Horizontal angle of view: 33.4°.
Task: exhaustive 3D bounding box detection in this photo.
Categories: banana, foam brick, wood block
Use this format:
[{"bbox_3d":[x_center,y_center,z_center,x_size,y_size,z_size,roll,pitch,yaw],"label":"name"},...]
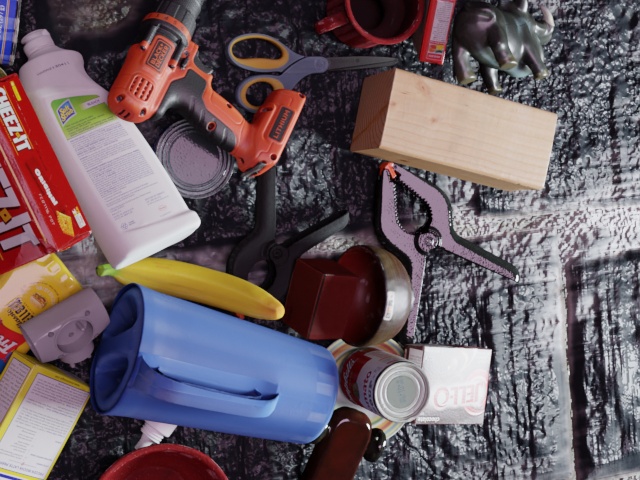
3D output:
[{"bbox_3d":[-0.135,0.050,1.123,0.197,0.069,0.037,12,110,-4],"label":"banana"},{"bbox_3d":[-0.001,0.063,1.169,0.051,0.053,0.078,2,109,-38],"label":"foam brick"},{"bbox_3d":[0.151,-0.122,1.212,0.205,0.091,0.090,12,88,-19],"label":"wood block"}]

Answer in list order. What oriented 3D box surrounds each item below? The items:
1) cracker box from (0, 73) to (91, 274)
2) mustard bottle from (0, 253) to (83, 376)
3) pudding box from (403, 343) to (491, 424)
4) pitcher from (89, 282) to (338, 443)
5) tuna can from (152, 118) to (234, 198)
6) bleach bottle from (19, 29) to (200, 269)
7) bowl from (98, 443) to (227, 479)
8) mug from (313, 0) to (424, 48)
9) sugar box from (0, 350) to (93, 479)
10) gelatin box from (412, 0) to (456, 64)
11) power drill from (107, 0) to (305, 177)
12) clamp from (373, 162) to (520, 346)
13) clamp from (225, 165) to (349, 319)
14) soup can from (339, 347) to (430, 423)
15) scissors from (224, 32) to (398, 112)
[{"bbox_3d":[-0.346,-0.038,0.993,0.214,0.072,0.164,-19,102,22],"label":"cracker box"},{"bbox_3d":[-0.331,0.088,1.069,0.191,0.058,0.096,-40,120,-13],"label":"mustard bottle"},{"bbox_3d":[0.144,0.166,1.233,0.113,0.039,0.090,7,89,-35],"label":"pudding box"},{"bbox_3d":[-0.102,0.140,1.097,0.242,0.145,0.149,17,50,-27],"label":"pitcher"},{"bbox_3d":[-0.137,-0.087,1.143,0.086,0.034,0.086,-1,92,-19],"label":"tuna can"},{"bbox_3d":[-0.225,-0.102,1.082,0.102,0.068,0.251,-27,86,-30],"label":"bleach bottle"},{"bbox_3d":[-0.173,0.290,1.133,0.162,0.055,0.162,-1,92,-19],"label":"bowl"},{"bbox_3d":[0.046,-0.252,1.176,0.117,0.082,0.093,-27,100,-17],"label":"mug"},{"bbox_3d":[-0.308,0.207,1.070,0.176,0.048,0.093,-60,142,-6],"label":"sugar box"},{"bbox_3d":[0.127,-0.244,1.188,0.030,0.089,0.073,8,116,-4],"label":"gelatin box"},{"bbox_3d":[-0.110,-0.167,1.111,0.187,0.057,0.184,31,65,-20],"label":"power drill"},{"bbox_3d":[0.131,0.000,1.235,0.164,0.036,0.210,-23,98,-10],"label":"clamp"},{"bbox_3d":[-0.058,0.001,1.171,0.120,0.039,0.171,40,79,-16],"label":"clamp"},{"bbox_3d":[0.070,0.157,1.164,0.068,0.102,0.068,-1,93,-19],"label":"soup can"},{"bbox_3d":[-0.012,-0.178,1.193,0.201,0.016,0.096,10,90,-19],"label":"scissors"}]
